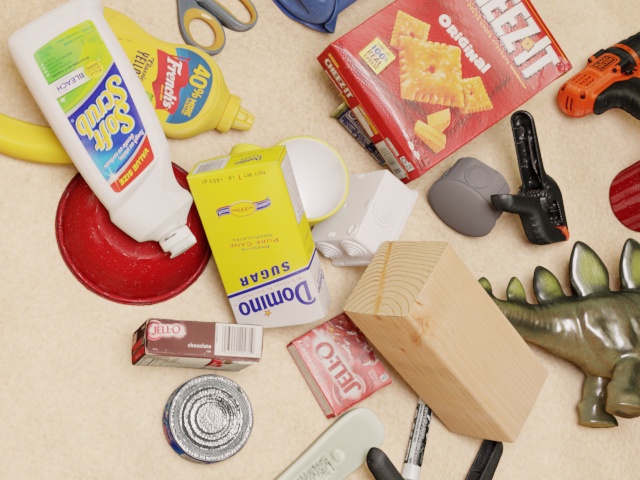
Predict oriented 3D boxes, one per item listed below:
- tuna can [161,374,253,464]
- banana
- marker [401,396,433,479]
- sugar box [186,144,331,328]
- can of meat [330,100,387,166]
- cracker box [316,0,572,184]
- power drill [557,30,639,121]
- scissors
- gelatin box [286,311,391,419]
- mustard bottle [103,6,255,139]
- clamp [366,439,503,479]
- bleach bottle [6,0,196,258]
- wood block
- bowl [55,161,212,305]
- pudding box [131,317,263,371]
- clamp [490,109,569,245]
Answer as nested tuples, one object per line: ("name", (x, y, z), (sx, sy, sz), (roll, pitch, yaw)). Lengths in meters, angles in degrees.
("tuna can", (-0.109, 0.174, 1.037), (0.086, 0.034, 0.086), (4, 75, -17))
("banana", (-0.262, -0.108, 1.051), (0.197, 0.037, 0.069), (-3, 86, -7))
("marker", (0.105, 0.190, 1.110), (0.020, 0.020, 0.121), (19, 71, -13))
("sugar box", (-0.057, 0.001, 1.026), (0.093, 0.048, 0.176), (-9, 115, 16))
("can of meat", (0.076, -0.143, 1.165), (0.084, 0.058, 0.102), (46, 68, -5))
("cracker box", (0.130, -0.185, 1.110), (0.213, 0.072, 0.164), (-35, 94, -13))
("power drill", (0.395, -0.172, 1.227), (0.184, 0.057, 0.188), (-37, 48, -29))
("scissors", (-0.164, -0.269, 1.143), (0.201, 0.016, 0.096), (27, 70, -9))
("gelatin box", (0.019, 0.126, 1.091), (0.073, 0.030, 0.089), (-28, 84, -22))
("mustard bottle", (-0.157, -0.158, 1.093), (0.191, 0.058, 0.096), (23, 79, -12))
("clamp", (0.114, 0.297, 1.066), (0.164, 0.036, 0.210), (8, 78, -28))
("bleach bottle", (-0.189, -0.100, 1.006), (0.102, 0.068, 0.251), (-32, 88, -12))
("wood block", (0.127, 0.101, 1.055), (0.206, 0.090, 0.090), (49, 61, -30))
("bowl", (-0.178, -0.019, 1.054), (0.162, 0.055, 0.162), (4, 74, -16))
("pudding box", (-0.120, 0.101, 1.023), (0.113, 0.090, 0.039), (7, 76, -17))
("clamp", (0.232, -0.058, 1.154), (0.171, 0.039, 0.120), (40, 63, -52))
